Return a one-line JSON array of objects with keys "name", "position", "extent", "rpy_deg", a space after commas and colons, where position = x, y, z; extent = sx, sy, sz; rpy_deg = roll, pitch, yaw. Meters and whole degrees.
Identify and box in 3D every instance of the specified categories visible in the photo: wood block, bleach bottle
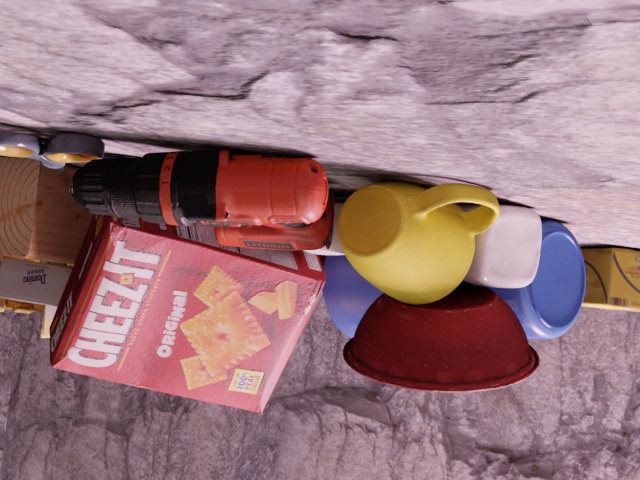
[{"name": "wood block", "position": [-0.238, -0.021, 1.039], "extent": [0.091, 0.090, 0.205], "rpy_deg": [6, 177, 29]}, {"name": "bleach bottle", "position": [0.058, -0.008, 0.934], "extent": [0.251, 0.068, 0.102], "rpy_deg": [8, -177, 39]}]

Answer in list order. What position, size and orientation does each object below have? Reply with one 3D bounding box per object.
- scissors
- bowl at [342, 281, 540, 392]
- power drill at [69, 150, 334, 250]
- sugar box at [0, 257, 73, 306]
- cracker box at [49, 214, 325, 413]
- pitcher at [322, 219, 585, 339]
[{"name": "scissors", "position": [-0.224, -0.067, 0.824], "extent": [0.096, 0.016, 0.202], "rpy_deg": [6, 176, -27]}, {"name": "bowl", "position": [0.099, 0.070, 0.875], "extent": [0.162, 0.055, 0.162], "rpy_deg": [0, -166, 0]}, {"name": "power drill", "position": [-0.072, -0.028, 0.808], "extent": [0.184, 0.057, 0.187], "rpy_deg": [3, 177, 12]}, {"name": "sugar box", "position": [-0.238, 0.051, 1.103], "extent": [0.093, 0.048, 0.176], "rpy_deg": [7, 173, 26]}, {"name": "cracker box", "position": [-0.124, 0.062, 0.992], "extent": [0.213, 0.164, 0.072], "rpy_deg": [16, -155, -23]}, {"name": "pitcher", "position": [0.134, 0.043, 1.043], "extent": [0.148, 0.145, 0.243], "rpy_deg": [-8, -175, -44]}]
